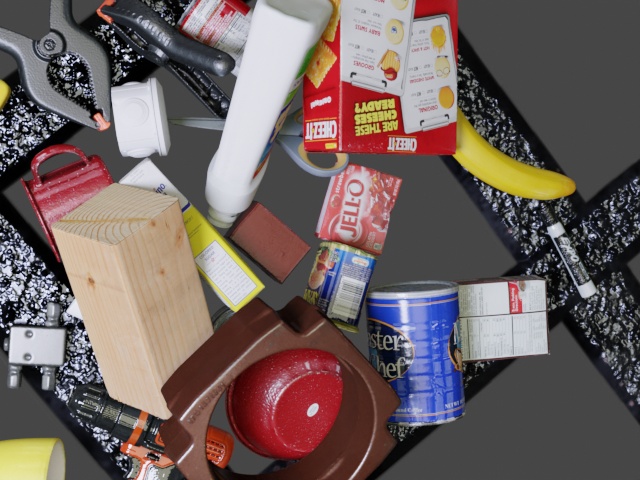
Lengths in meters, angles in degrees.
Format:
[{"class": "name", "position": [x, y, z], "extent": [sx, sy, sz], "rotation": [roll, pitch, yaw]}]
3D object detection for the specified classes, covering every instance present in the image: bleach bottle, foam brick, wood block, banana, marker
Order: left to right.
[{"class": "wood block", "position": [-0.175, 0.061, 1.044], "extent": [0.090, 0.091, 0.206], "rotation": [-41, 132, -39]}, {"class": "bleach bottle", "position": [-0.064, -0.125, 1.069], "extent": [0.068, 0.102, 0.251], "rotation": [23, 121, 1]}, {"class": "foam brick", "position": [-0.057, 0.001, 1.136], "extent": [0.078, 0.053, 0.051], "rotation": [41, 85, -9]}, {"class": "banana", "position": [0.196, -0.096, 1.186], "extent": [0.197, 0.037, 0.069], "rotation": [39, 87, -10]}, {"class": "marker", "position": [0.279, 0.009, 1.215], "extent": [0.020, 0.020, 0.121], "rotation": [-30, 98, -8]}]

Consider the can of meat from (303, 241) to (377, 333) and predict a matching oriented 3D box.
[{"class": "can of meat", "position": [0.018, 0.048, 1.128], "extent": [0.057, 0.102, 0.084], "rotation": [17, 87, -11]}]

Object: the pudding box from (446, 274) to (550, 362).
[{"class": "pudding box", "position": [0.198, 0.087, 1.195], "extent": [0.113, 0.039, 0.090], "rotation": [-3, 94, -8]}]

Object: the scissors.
[{"class": "scissors", "position": [-0.056, -0.103, 1.135], "extent": [0.201, 0.016, 0.096], "rotation": [-9, 67, -10]}]

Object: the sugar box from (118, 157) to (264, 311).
[{"class": "sugar box", "position": [-0.134, -0.007, 1.101], "extent": [0.048, 0.093, 0.176], "rotation": [-40, 99, -7]}]

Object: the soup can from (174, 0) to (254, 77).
[{"class": "soup can", "position": [-0.093, -0.216, 1.111], "extent": [0.102, 0.068, 0.068], "rotation": [36, 86, -11]}]

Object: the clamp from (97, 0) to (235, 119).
[{"class": "clamp", "position": [-0.152, -0.190, 1.097], "extent": [0.171, 0.120, 0.039], "rotation": [36, 67, 15]}]

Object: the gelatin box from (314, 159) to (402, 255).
[{"class": "gelatin box", "position": [0.041, -0.036, 1.163], "extent": [0.073, 0.030, 0.089], "rotation": [16, 89, -10]}]

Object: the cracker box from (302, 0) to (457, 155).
[{"class": "cracker box", "position": [0.062, -0.196, 1.113], "extent": [0.163, 0.072, 0.214], "rotation": [-2, 94, -37]}]

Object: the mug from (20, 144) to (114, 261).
[{"class": "mug", "position": [-0.250, -0.046, 1.075], "extent": [0.081, 0.093, 0.117], "rotation": [-25, 125, -13]}]

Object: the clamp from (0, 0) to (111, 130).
[{"class": "clamp", "position": [-0.273, -0.209, 1.094], "extent": [0.164, 0.036, 0.210], "rotation": [-41, 101, -6]}]

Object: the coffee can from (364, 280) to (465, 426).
[{"class": "coffee can", "position": [0.101, 0.118, 1.145], "extent": [0.102, 0.103, 0.140], "rotation": [-4, 94, -10]}]

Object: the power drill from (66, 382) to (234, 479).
[{"class": "power drill", "position": [-0.203, 0.257, 1.119], "extent": [0.184, 0.057, 0.187], "rotation": [23, 89, -11]}]

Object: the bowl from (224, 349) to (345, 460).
[{"class": "bowl", "position": [-0.016, 0.170, 1.128], "extent": [0.161, 0.055, 0.162], "rotation": [-6, 108, -20]}]
